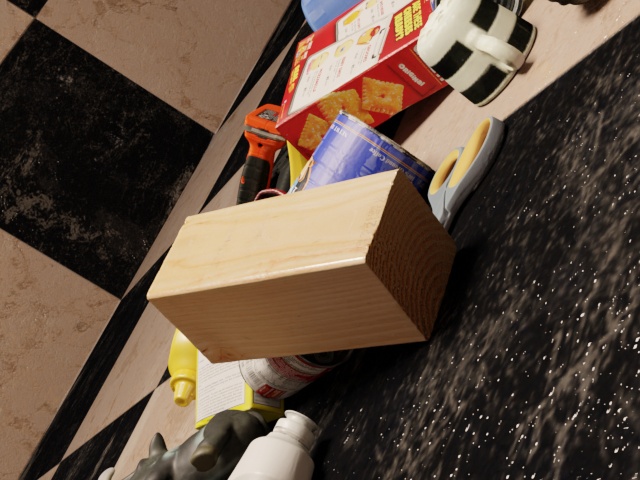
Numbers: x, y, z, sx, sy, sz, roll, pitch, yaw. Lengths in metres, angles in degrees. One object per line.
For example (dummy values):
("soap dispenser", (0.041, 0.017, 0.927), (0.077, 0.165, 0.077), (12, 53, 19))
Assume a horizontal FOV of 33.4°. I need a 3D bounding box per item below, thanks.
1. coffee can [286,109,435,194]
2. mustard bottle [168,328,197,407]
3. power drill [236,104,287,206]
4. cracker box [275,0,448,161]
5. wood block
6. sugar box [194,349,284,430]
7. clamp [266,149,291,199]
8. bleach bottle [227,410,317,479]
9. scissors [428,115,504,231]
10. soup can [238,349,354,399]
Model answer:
("coffee can", (0.022, -0.031, 0.958), (0.140, 0.102, 0.103), (-57, 12, 4))
("mustard bottle", (-0.136, 0.118, 1.257), (0.191, 0.058, 0.096), (-72, -25, -47))
("power drill", (-0.072, -0.068, 1.308), (0.184, 0.057, 0.188), (-57, -17, -71))
("cracker box", (0.061, -0.196, 1.147), (0.214, 0.072, 0.164), (-27, 33, 32))
("wood block", (-0.015, 0.024, 0.800), (0.207, 0.090, 0.090), (-11, 43, 37))
("sugar box", (-0.076, 0.088, 1.006), (0.094, 0.048, 0.176), (-27, 52, 44))
("clamp", (-0.055, -0.089, 1.521), (0.165, 0.036, 0.209), (-29, 24, 48))
("bleach bottle", (-0.072, 0.237, 0.762), (0.250, 0.068, 0.103), (-61, 12, -26))
("scissors", (0.088, -0.011, 0.852), (0.201, 0.016, 0.096), (-60, 10, -11))
("soup can", (-0.021, 0.091, 0.910), (0.102, 0.068, 0.068), (-42, 20, 54))
